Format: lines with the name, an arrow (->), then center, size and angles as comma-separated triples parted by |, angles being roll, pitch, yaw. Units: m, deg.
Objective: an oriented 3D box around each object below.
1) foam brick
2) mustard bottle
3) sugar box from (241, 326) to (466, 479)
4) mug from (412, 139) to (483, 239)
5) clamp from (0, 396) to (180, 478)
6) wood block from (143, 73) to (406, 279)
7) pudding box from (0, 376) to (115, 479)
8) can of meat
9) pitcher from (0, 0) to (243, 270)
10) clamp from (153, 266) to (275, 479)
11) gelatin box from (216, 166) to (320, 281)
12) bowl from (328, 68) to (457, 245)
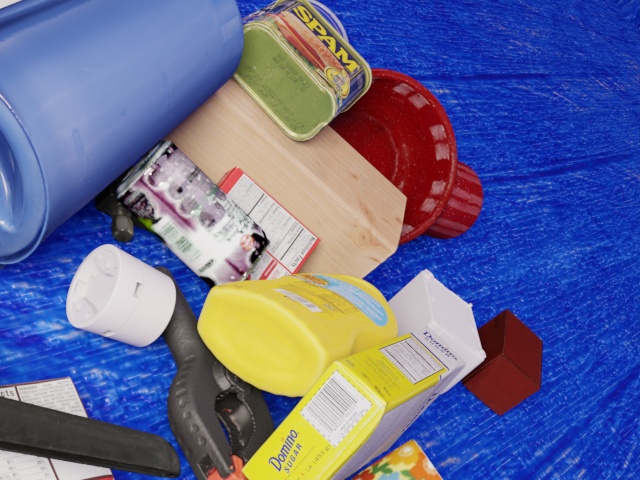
foam brick -> 0.169, 0.112, 0.985 | 0.051, 0.053, 0.078 | 43, 30, -12
mustard bottle -> 0.001, 0.058, 0.748 | 0.096, 0.058, 0.191 | 26, 14, 22
sugar box -> 0.027, 0.108, 0.673 | 0.048, 0.093, 0.176 | 44, 16, 13
mug -> 0.107, -0.058, 1.054 | 0.081, 0.093, 0.117 | 15, 69, -52
clamp -> -0.179, 0.084, 0.497 | 0.164, 0.036, 0.210 | -33, 73, -20
wood block -> -0.037, -0.056, 0.863 | 0.206, 0.091, 0.090 | 41, 30, -14
pudding box -> -0.152, 0.128, 0.546 | 0.089, 0.039, 0.113 | 0, 53, -51
can of meat -> -0.018, -0.134, 0.828 | 0.102, 0.058, 0.083 | 46, 31, -4
pitcher -> -0.150, -0.107, 0.661 | 0.145, 0.149, 0.242 | 51, 41, -8
clamp -> -0.073, 0.090, 0.699 | 0.120, 0.039, 0.171 | 30, 27, -20
gelatin box -> -0.055, 0.001, 0.802 | 0.089, 0.030, 0.073 | 42, 63, -13
bowl -> 0.043, -0.074, 0.977 | 0.162, 0.162, 0.055 | 37, -11, -21
